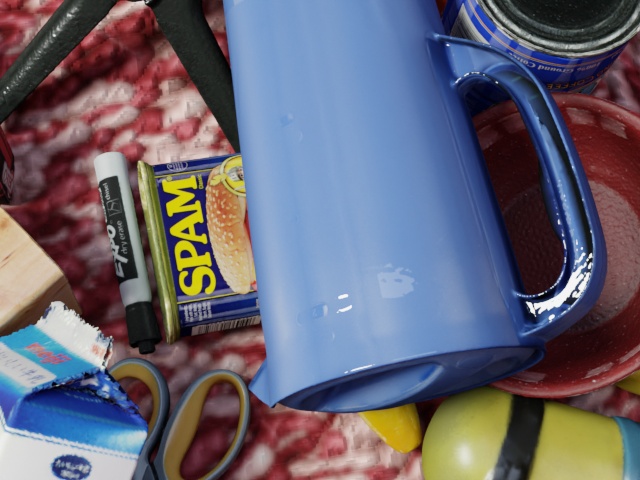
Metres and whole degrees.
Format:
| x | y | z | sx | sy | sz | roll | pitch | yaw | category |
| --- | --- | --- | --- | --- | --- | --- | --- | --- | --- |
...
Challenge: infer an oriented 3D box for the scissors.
| x | y | z | sx | sy | sz | roll | pitch | yaw | category |
| --- | --- | --- | --- | --- | --- | --- | --- | --- | --- |
| -0.111 | 0.149 | 0.572 | 0.096 | 0.016 | 0.201 | 30 | 72 | 6 | scissors |

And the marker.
| x | y | z | sx | sy | sz | roll | pitch | yaw | category |
| --- | --- | --- | --- | --- | --- | --- | --- | --- | --- |
| -0.111 | 0.007 | 0.617 | 0.020 | 0.020 | 0.121 | -11 | 73 | -9 | marker |

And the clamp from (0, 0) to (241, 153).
| x | y | z | sx | sy | sz | roll | pitch | yaw | category |
| --- | --- | --- | --- | --- | --- | --- | --- | --- | --- |
| -0.093 | -0.141 | 0.603 | 0.164 | 0.036 | 0.210 | 14 | 115 | -7 | clamp |

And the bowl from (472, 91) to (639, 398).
| x | y | z | sx | sy | sz | roll | pitch | yaw | category |
| --- | --- | --- | --- | --- | --- | --- | --- | --- | --- |
| 0.127 | 0.004 | 0.578 | 0.162 | 0.055 | 0.162 | -4 | 80 | 25 | bowl |

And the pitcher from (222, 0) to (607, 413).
| x | y | z | sx | sy | sz | roll | pitch | yaw | category |
| --- | --- | --- | --- | --- | --- | --- | --- | --- | --- |
| 0.030 | -0.042 | 0.534 | 0.149 | 0.145 | 0.243 | -6 | 73 | -17 | pitcher |

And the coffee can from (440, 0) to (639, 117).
| x | y | z | sx | sy | sz | roll | pitch | yaw | category |
| --- | --- | --- | --- | --- | --- | --- | --- | --- | --- |
| 0.119 | -0.119 | 0.617 | 0.102 | 0.140 | 0.103 | 2 | 71 | -5 | coffee can |

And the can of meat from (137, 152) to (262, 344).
| x | y | z | sx | sy | sz | roll | pitch | yaw | category |
| --- | --- | --- | --- | --- | --- | --- | --- | --- | --- |
| -0.054 | 0.001 | 0.606 | 0.084 | 0.057 | 0.102 | -9 | 73 | -12 | can of meat |
